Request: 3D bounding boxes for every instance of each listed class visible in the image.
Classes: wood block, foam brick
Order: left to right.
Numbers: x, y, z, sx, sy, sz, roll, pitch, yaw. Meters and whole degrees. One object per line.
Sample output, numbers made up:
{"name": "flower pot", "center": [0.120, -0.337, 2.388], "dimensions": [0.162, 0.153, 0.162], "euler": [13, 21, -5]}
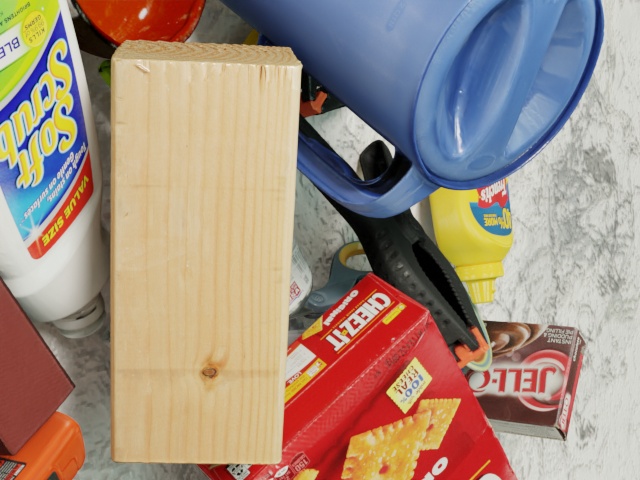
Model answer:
{"name": "foam brick", "center": [-0.171, 0.062, 0.532], "dimensions": [0.051, 0.053, 0.078], "euler": [-52, 127, -40]}
{"name": "wood block", "center": [-0.062, 0.004, 0.560], "dimensions": [0.090, 0.090, 0.206], "euler": [-109, -159, -73]}

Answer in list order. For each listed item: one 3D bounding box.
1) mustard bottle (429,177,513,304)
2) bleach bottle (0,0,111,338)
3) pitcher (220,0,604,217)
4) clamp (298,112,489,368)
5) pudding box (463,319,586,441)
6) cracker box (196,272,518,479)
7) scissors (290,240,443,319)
{"name": "mustard bottle", "center": [0.127, -0.042, 0.908], "dimensions": [0.096, 0.058, 0.191], "euler": [-2, 86, -57]}
{"name": "bleach bottle", "center": [-0.149, -0.054, 0.526], "dimensions": [0.102, 0.068, 0.251], "euler": [-51, 144, -37]}
{"name": "pitcher", "center": [0.023, -0.133, 0.610], "dimensions": [0.149, 0.243, 0.145], "euler": [-24, 135, -28]}
{"name": "clamp", "center": [0.044, -0.006, 0.736], "dimensions": [0.164, 0.036, 0.210], "euler": [17, 39, -55]}
{"name": "pudding box", "center": [0.160, 0.116, 0.902], "dimensions": [0.039, 0.114, 0.090], "euler": [51, 50, -46]}
{"name": "cracker box", "center": [0.032, 0.153, 0.703], "dimensions": [0.164, 0.072, 0.213], "euler": [-41, 129, -13]}
{"name": "scissors", "center": [-0.005, 0.034, 0.764], "dimensions": [0.201, 0.096, 0.016], "euler": [-3, 124, -25]}
